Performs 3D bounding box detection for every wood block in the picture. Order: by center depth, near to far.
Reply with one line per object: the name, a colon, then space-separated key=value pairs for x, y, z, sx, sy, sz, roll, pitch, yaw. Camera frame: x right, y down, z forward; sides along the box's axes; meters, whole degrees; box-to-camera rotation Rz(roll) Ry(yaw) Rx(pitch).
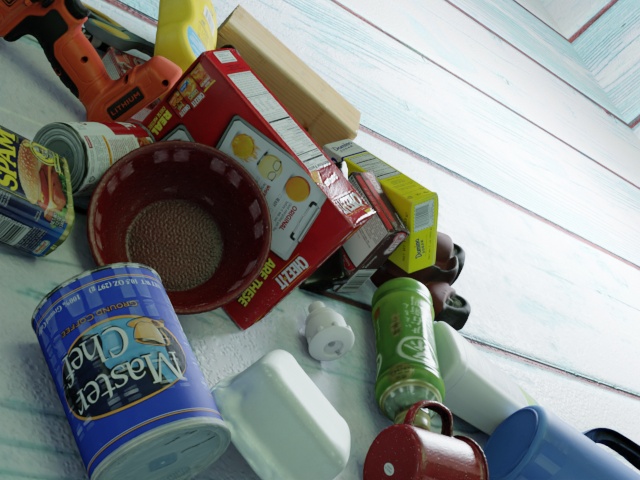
wood block: x=-0.057 y=-0.181 z=1.318 sx=0.206 sy=0.091 sz=0.090 roll=40 pitch=23 yaw=-14

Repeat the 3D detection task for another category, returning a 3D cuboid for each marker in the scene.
marker: x=-0.264 y=-0.223 z=1.145 sx=0.120 sy=0.020 sz=0.020 roll=13 pitch=42 yaw=-50

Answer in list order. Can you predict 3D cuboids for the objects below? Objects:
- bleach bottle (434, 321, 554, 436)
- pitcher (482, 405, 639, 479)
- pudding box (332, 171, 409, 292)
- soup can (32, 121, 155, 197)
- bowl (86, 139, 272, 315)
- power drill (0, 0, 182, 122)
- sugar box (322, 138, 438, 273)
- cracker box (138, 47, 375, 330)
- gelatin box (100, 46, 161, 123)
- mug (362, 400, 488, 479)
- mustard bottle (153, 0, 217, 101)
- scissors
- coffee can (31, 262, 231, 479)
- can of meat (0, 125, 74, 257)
bleach bottle: x=0.212 y=0.195 z=1.226 sx=0.250 sy=0.068 sz=0.102 roll=37 pitch=19 yaw=-24
pitcher: x=0.295 y=0.279 z=1.156 sx=0.242 sy=0.145 sz=0.149 roll=39 pitch=8 yaw=-11
pudding box: x=0.037 y=-0.008 z=1.191 sx=0.039 sy=0.114 sz=0.090 roll=0 pitch=51 yaw=-44
soup can: x=-0.204 y=-0.074 z=0.966 sx=0.068 sy=0.069 sz=0.102 roll=54 pitch=27 yaw=14
bowl: x=-0.126 y=-0.005 z=0.947 sx=0.162 sy=0.055 sz=0.162 roll=4 pitch=70 yaw=-12
power drill: x=-0.220 y=-0.209 z=1.024 sx=0.187 sy=0.185 sz=0.057 roll=51 pitch=24 yaw=-15
sugar box: x=0.065 y=-0.043 z=1.237 sx=0.048 sy=0.093 sz=0.176 roll=-19 pitch=35 yaw=-31
cracker box: x=-0.078 y=-0.050 z=1.015 sx=0.214 sy=0.164 sz=0.072 roll=49 pitch=28 yaw=5
gelatin box: x=-0.193 y=-0.162 z=1.153 sx=0.073 sy=0.030 sz=0.089 roll=15 pitch=41 yaw=-49
mug: x=0.096 y=0.206 z=0.988 sx=0.081 sy=0.093 sz=0.117 roll=23 pitch=70 yaw=-33
mustard bottle: x=-0.146 y=-0.196 z=1.149 sx=0.096 sy=0.058 sz=0.191 roll=71 pitch=11 yaw=-45
scissors: x=-0.193 y=-0.209 z=1.178 sx=0.201 sy=0.016 sz=0.096 roll=27 pitch=16 yaw=-31
coffee can: x=-0.138 y=0.102 z=0.772 sx=0.102 sy=0.103 sz=0.140 roll=11 pitch=43 yaw=-51
can of meat: x=-0.250 y=-0.042 z=0.863 sx=0.083 sy=0.058 sz=0.102 roll=29 pitch=31 yaw=-39
